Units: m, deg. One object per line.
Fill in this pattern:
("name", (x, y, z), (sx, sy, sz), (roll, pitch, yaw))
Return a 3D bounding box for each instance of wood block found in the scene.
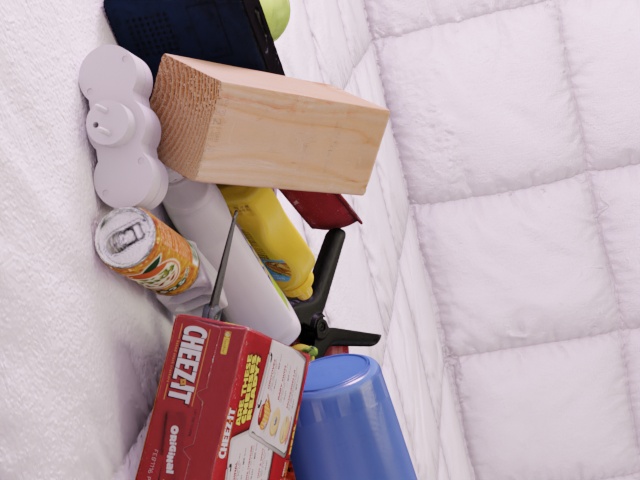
("wood block", (-0.047, -0.101, 0.969), (0.205, 0.091, 0.090), (2, 110, -45))

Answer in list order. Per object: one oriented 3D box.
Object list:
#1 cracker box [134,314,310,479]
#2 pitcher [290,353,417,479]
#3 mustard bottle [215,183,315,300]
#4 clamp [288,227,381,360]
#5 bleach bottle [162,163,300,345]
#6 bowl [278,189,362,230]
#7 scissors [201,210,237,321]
("cracker box", (-0.080, 0.160, 0.920), (0.213, 0.072, 0.164), (41, 60, -72))
("pitcher", (0.033, 0.242, 1.097), (0.144, 0.149, 0.243), (-32, 112, -52))
("mustard bottle", (-0.057, 0.001, 1.165), (0.058, 0.096, 0.191), (-54, 134, -24))
("clamp", (-0.004, 0.107, 1.271), (0.209, 0.036, 0.164), (-47, 122, -37))
("bleach bottle", (-0.099, 0.008, 1.057), (0.103, 0.068, 0.250), (55, -7, 44))
("bowl", (-0.018, -0.066, 1.325), (0.162, 0.055, 0.162), (50, 0, -1))
("scissors", (-0.105, 0.079, 0.934), (0.096, 0.016, 0.202), (-38, 140, -64))
